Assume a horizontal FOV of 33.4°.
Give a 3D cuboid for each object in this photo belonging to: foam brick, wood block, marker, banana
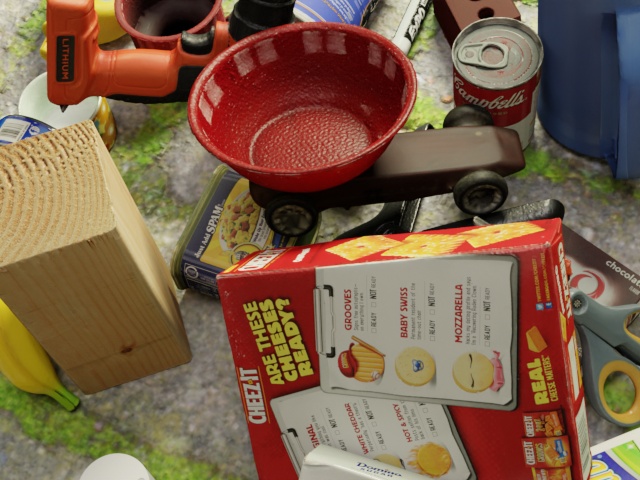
[{"bbox_3d":[0.132,-0.193,0.911,0.053,0.051,0.078,-20,61,-3],"label":"foam brick"},{"bbox_3d":[-0.163,0.020,0.743,0.091,0.206,0.090,-18,60,-3],"label":"wood block"},{"bbox_3d":[0.078,-0.187,0.934,0.020,0.020,0.121,18,65,16],"label":"marker"},{"bbox_3d":[-0.237,0.041,0.825,0.037,0.069,0.198,-27,60,13],"label":"banana"}]

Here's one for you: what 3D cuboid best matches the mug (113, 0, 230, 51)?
[{"bbox_3d":[-0.113,-0.189,0.924,0.117,0.081,0.093,-35,62,-11],"label":"mug"}]

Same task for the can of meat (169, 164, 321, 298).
[{"bbox_3d":[-0.055,0.001,0.826,0.084,0.057,0.102,17,64,14],"label":"can of meat"}]

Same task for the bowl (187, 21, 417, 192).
[{"bbox_3d":[-0.010,-0.085,0.758,0.162,0.055,0.162,-5,47,5],"label":"bowl"}]

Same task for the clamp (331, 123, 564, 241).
[{"bbox_3d":[0.068,0.007,0.799,0.210,0.036,0.165,-46,43,-14],"label":"clamp"}]

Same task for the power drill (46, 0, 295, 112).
[{"bbox_3d":[-0.115,-0.156,0.829,0.187,0.185,0.057,8,42,-7],"label":"power drill"}]

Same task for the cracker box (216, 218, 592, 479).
[{"bbox_3d":[0.056,0.080,0.686,0.214,0.072,0.164,-6,103,21],"label":"cracker box"}]

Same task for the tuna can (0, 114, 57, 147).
[{"bbox_3d":[-0.231,-0.064,0.868,0.086,0.086,0.033,17,63,16],"label":"tuna can"}]

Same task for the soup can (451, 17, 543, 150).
[{"bbox_3d":[0.137,-0.116,0.838,0.068,0.102,0.068,-3,61,5],"label":"soup can"}]
